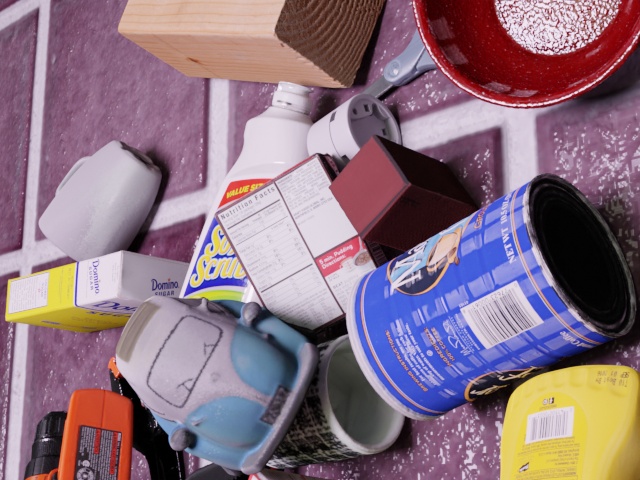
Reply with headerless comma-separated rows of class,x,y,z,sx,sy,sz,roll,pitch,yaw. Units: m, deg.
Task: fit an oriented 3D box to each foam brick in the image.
foam brick,0.057,-0.028,0.720,0.053,0.078,0.051,-49,49,22

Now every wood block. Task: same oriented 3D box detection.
wood block,-0.060,-0.185,0.859,0.206,0.090,0.090,13,78,46

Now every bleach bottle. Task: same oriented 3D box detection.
bleach bottle,-0.055,0.001,0.830,0.103,0.067,0.251,15,91,43

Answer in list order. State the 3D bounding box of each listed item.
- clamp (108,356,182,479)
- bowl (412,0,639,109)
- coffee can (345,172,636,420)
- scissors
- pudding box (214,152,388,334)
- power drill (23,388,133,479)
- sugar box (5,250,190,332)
clamp,-0.132,0.165,0.890,0.172,0.039,0.120,38,103,42
bowl,0.140,-0.162,0.668,0.162,0.055,0.162,3,95,32
coffee can,0.100,0.037,0.641,0.141,0.102,0.103,-32,58,36
scissors,0.063,-0.145,0.788,0.202,0.016,0.096,-16,67,42
pudding box,-0.009,0.007,0.756,0.090,0.039,0.113,-29,85,15
power drill,-0.212,0.200,0.908,0.188,0.057,0.184,127,147,-46
sugar box,-0.191,0.049,0.938,0.177,0.093,0.048,-10,73,44
